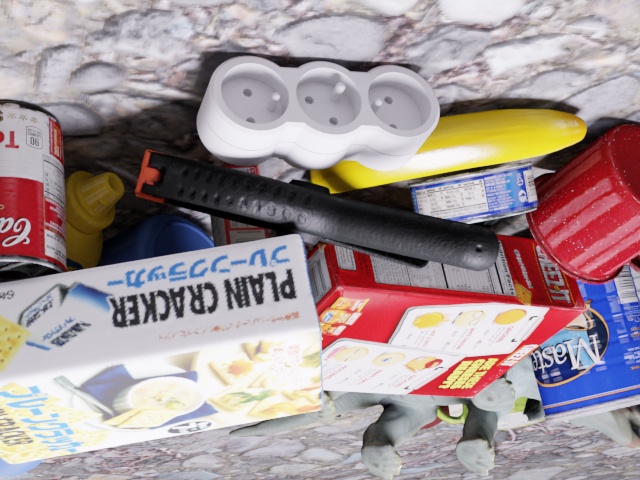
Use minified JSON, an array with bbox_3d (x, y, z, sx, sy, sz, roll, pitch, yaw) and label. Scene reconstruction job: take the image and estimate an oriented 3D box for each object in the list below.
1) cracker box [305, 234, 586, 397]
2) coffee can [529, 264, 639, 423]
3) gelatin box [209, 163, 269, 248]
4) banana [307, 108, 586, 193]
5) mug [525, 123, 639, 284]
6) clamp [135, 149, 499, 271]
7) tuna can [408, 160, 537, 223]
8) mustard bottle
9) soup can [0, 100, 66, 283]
[{"bbox_3d":[0.065,0.055,0.822,0.213,0.072,0.164,6,147,-26],"label":"cracker box"},{"bbox_3d":[0.223,0.075,0.904,0.103,0.140,0.103,-13,169,-3],"label":"coffee can"},{"bbox_3d":[-0.055,0.001,0.735,0.030,0.089,0.073,-3,157,-13],"label":"gelatin box"},{"bbox_3d":[0.075,-0.061,0.702,0.198,0.037,0.069,-10,-177,12],"label":"banana"},{"bbox_3d":[0.213,-0.020,0.747,0.093,0.117,0.082,-45,-179,-42],"label":"mug"},{"bbox_3d":[-0.003,-0.015,0.637,0.209,0.036,0.165,15,176,-14],"label":"clamp"},{"bbox_3d":[0.106,-0.031,0.737,0.086,0.034,0.086,-10,-178,0],"label":"tuna can"},{"bbox_3d":[-0.206,0.005,0.723,0.192,0.058,0.096,-29,140,26],"label":"mustard bottle"},{"bbox_3d":[-0.184,-0.022,0.626,0.068,0.102,0.068,-6,157,-3],"label":"soup can"}]
